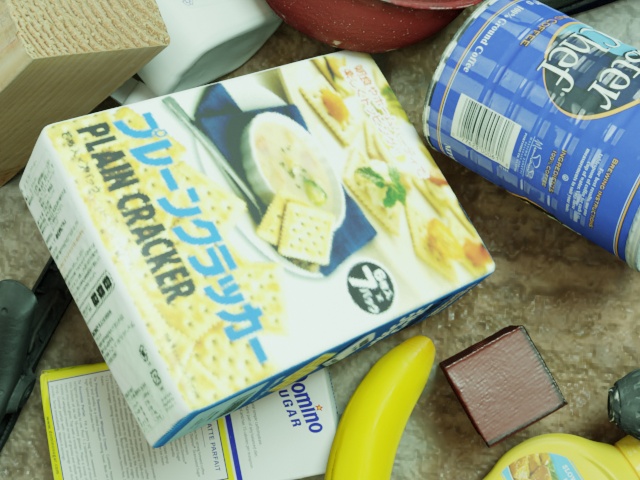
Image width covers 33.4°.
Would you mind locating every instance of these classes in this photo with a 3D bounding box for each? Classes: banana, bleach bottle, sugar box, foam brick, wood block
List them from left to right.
[{"bbox_3d":[-0.189,-0.101,0.605,0.207,0.090,0.090,-27,84,44],"label":"wood block"},{"bbox_3d":[-0.136,-0.207,0.646,0.251,0.102,0.068,52,130,2],"label":"bleach bottle"},{"bbox_3d":[-0.078,0.110,0.660,0.176,0.048,0.093,-10,86,1],"label":"sugar box"},{"bbox_3d":[0.033,0.143,0.614,0.069,0.037,0.198,16,60,-24],"label":"banana"},{"bbox_3d":[0.105,0.083,0.626,0.053,0.078,0.051,-30,84,1],"label":"foam brick"}]

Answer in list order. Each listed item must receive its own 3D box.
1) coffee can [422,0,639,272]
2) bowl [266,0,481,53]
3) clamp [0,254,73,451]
[{"bbox_3d":[0.142,-0.061,0.581,0.140,0.102,0.103,35,91,28],"label":"coffee can"},{"bbox_3d":[0.018,-0.159,0.633,0.162,0.162,0.055,27,126,7],"label":"bowl"},{"bbox_3d":[-0.191,0.079,0.659,0.039,0.120,0.172,30,111,4],"label":"clamp"}]
